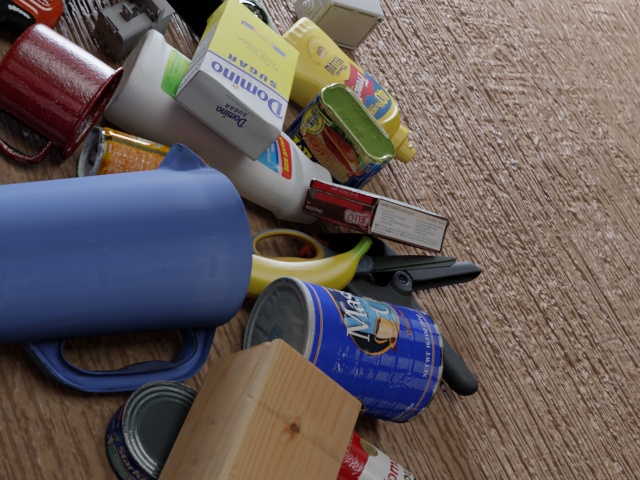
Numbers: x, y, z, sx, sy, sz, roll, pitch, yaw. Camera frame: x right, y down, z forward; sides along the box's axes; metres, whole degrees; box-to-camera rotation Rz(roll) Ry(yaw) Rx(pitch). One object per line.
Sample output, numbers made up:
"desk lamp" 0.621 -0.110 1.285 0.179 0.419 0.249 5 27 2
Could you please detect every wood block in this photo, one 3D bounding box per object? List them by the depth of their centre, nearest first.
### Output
"wood block" -0.058 0.184 0.738 0.090 0.090 0.206 41 51 -23

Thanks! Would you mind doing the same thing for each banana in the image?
"banana" -0.054 0.019 0.939 0.197 0.037 0.069 8 68 -11

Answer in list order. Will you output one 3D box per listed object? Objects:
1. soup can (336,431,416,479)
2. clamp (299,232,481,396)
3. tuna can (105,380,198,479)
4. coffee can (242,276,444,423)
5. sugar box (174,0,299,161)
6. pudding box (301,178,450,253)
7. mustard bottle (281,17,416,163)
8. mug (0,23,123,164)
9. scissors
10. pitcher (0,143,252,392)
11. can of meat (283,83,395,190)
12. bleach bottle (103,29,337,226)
"soup can" 0.018 0.188 0.857 0.102 0.069 0.068 37 41 -10
"clamp" 0.075 0.057 1.039 0.209 0.036 0.164 22 44 -22
"tuna can" -0.116 0.150 0.801 0.086 0.034 0.086 23 45 -25
"coffee can" 0.019 0.095 0.909 0.140 0.103 0.103 16 48 -31
"sugar box" -0.072 -0.154 0.990 0.093 0.048 0.176 37 27 -19
"pudding box" 0.052 -0.023 1.001 0.113 0.039 0.090 12 6 -46
"mustard bottle" 0.028 -0.152 1.158 0.191 0.058 0.096 42 41 -5
"mug" -0.232 -0.119 0.899 0.081 0.093 0.117 33 78 -7
"scissors" 0.029 0.039 0.986 0.201 0.016 0.096 12 64 -11
"pitcher" -0.180 0.024 0.794 0.242 0.145 0.149 -6 49 -39
"can of meat" 0.016 -0.095 1.081 0.102 0.084 0.057 52 40 7
"bleach bottle" -0.078 -0.093 1.017 0.250 0.068 0.102 31 39 -21
